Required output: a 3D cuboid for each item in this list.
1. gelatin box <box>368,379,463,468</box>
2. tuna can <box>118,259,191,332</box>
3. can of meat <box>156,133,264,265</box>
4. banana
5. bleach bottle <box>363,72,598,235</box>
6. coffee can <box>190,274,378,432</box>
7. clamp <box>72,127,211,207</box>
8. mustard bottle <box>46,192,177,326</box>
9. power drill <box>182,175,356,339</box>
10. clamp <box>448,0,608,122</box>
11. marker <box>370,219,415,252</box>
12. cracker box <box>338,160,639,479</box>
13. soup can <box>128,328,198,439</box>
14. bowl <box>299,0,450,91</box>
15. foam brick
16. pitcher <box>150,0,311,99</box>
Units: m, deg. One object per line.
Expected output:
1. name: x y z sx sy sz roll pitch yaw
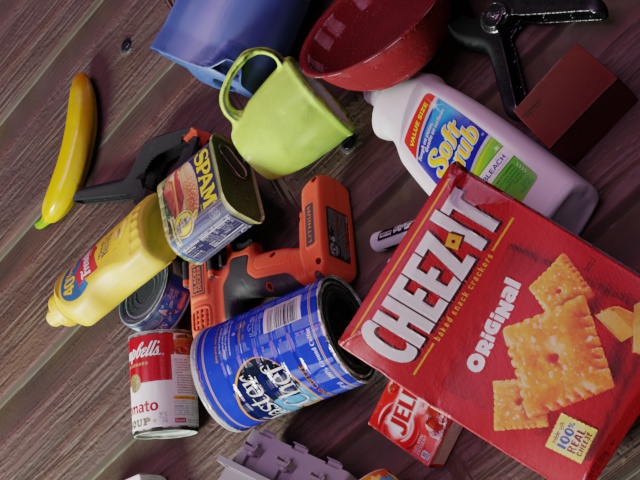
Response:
1. gelatin box: 0.091 0.140 0.920 0.073 0.030 0.089 31 98 38
2. tuna can: -0.174 0.057 1.125 0.086 0.033 0.086 -29 47 35
3. can of meat: -0.108 -0.039 1.035 0.084 0.057 0.102 -36 48 26
4. banana: -0.300 -0.104 1.273 0.070 0.037 0.198 17 89 40
5. bleach bottle: 0.119 -0.071 0.932 0.251 0.068 0.103 43 107 39
6. coffee can: -0.032 0.103 0.967 0.140 0.102 0.103 -25 65 23
7. clamp: -0.189 -0.040 1.173 0.210 0.036 0.164 -38 60 28
8. mustard bottle: -0.225 0.036 1.119 0.192 0.058 0.096 -38 31 29
9. power drill: -0.057 0.001 1.052 0.188 0.057 0.184 -21 64 34
10. clamp: 0.160 -0.183 0.942 0.172 0.039 0.120 39 99 43
11. marker: 0.079 -0.008 0.937 0.121 0.020 0.020 160 116 -63
12. cracker box: 0.146 0.064 0.797 0.214 0.072 0.164 32 97 6
13. soup can: -0.160 0.147 1.086 0.069 0.068 0.102 -17 70 33
14. bowl: 0.060 -0.187 0.968 0.162 0.055 0.162 -30 32 21
15. foam brick: 0.210 -0.112 0.878 0.078 0.051 0.053 -48 55 18
16. pitcher: -0.067 -0.270 1.087 0.149 0.144 0.243 27 93 27
